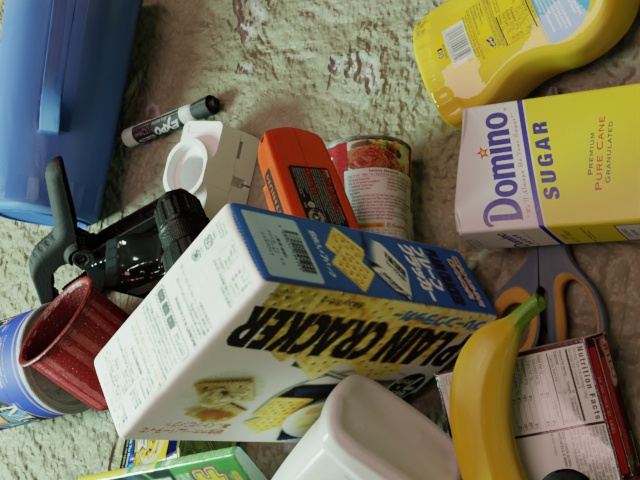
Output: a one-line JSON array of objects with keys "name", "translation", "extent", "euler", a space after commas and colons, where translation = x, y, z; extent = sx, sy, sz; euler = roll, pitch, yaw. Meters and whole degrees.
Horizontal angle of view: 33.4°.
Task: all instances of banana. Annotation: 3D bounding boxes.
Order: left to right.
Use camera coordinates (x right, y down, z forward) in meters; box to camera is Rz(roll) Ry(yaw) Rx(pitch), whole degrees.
[{"name": "banana", "translation": [0.115, 0.134, 0.635], "extent": [0.070, 0.037, 0.198], "euler": [-12, 86, 35]}]

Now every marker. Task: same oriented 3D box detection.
[{"name": "marker", "translation": [-0.140, -0.112, 0.999], "extent": [0.121, 0.020, 0.020], "euler": [-15, 68, 37]}]

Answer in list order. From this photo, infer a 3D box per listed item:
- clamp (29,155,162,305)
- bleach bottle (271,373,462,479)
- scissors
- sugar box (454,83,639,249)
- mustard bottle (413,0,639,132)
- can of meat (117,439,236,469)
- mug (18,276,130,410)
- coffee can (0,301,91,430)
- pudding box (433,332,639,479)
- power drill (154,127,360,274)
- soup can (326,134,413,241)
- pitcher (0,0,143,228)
[{"name": "clamp", "translation": [-0.226, -0.001, 0.982], "extent": [0.172, 0.120, 0.039], "euler": [-50, 24, 22]}, {"name": "bleach bottle", "translation": [-0.012, 0.200, 0.726], "extent": [0.251, 0.102, 0.068], "euler": [-52, 4, 36]}, {"name": "scissors", "translation": [0.142, 0.001, 0.724], "extent": [0.096, 0.016, 0.202], "euler": [-26, 61, 33]}, {"name": "sugar box", "translation": [0.173, -0.047, 0.676], "extent": [0.176, 0.048, 0.093], "euler": [-4, 71, 31]}, {"name": "mustard bottle", "translation": [0.156, -0.158, 0.729], "extent": [0.192, 0.058, 0.096], "euler": [-31, 56, 31]}, {"name": "can of meat", "translation": [-0.115, 0.155, 0.863], "extent": [0.084, 0.057, 0.102], "euler": [-25, 47, 36]}, {"name": "mug", "translation": [-0.195, 0.085, 0.916], "extent": [0.093, 0.081, 0.117], "euler": [-41, 24, 17]}, {"name": "coffee can", "translation": [-0.278, 0.121, 0.993], "extent": [0.141, 0.102, 0.103], "euler": [-18, 66, 36]}, {"name": "pudding box", "translation": [0.135, 0.113, 0.669], "extent": [0.114, 0.039, 0.090], "euler": [-18, 80, 34]}, {"name": "power drill", "translation": [-0.055, 0.001, 0.792], "extent": [0.188, 0.057, 0.184], "euler": [-48, 56, 42]}, {"name": "soup can", "translation": [0.036, -0.018, 0.786], "extent": [0.069, 0.068, 0.102], "euler": [-15, 68, 37]}, {"name": "pitcher", "translation": [-0.252, -0.140, 1.027], "extent": [0.145, 0.149, 0.243], "euler": [2, 81, 33]}]
